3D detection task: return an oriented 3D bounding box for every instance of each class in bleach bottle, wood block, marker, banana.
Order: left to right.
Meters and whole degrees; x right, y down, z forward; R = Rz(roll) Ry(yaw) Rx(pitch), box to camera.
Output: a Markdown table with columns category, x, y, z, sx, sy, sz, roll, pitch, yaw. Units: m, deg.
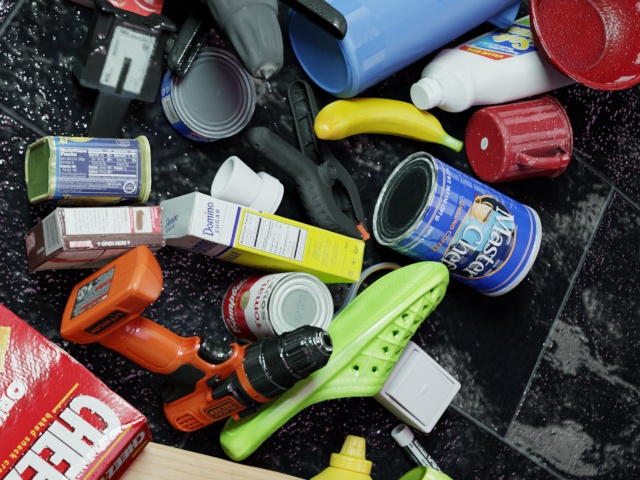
| category | x | y | z | sx | sy | sz | roll | pitch | yaw |
| --- | --- | --- | --- | --- | --- | --- | --- | --- | --- |
| wood block | -0.118 | 0.232 | 0.941 | 0.205 | 0.091 | 0.090 | 19 | 77 | -26 |
| banana | 0.058 | -0.120 | 1.070 | 0.197 | 0.070 | 0.037 | -1 | 115 | -40 |
| marker | 0.115 | 0.239 | 1.108 | 0.020 | 0.020 | 0.121 | -44 | 107 | -24 |
| bleach bottle | 0.206 | -0.187 | 1.140 | 0.250 | 0.103 | 0.068 | -24 | 134 | -28 |

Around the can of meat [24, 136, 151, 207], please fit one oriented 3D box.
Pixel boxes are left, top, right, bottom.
| category | x | y | z | sx | sy | sz | roll | pitch | yaw |
| --- | --- | --- | --- | --- | --- | --- | --- | --- | --- |
| can of meat | -0.200 | -0.058 | 0.910 | 0.083 | 0.102 | 0.057 | 0 | 87 | -27 |

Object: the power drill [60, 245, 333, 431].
| category | x | y | z | sx | sy | sz | roll | pitch | yaw |
| --- | --- | --- | --- | --- | --- | --- | --- | --- | --- |
| power drill | -0.107 | 0.084 | 0.898 | 0.187 | 0.185 | 0.057 | 41 | 34 | -30 |

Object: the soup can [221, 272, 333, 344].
| category | x | y | z | sx | sy | sz | roll | pitch | yaw |
| --- | --- | --- | --- | --- | --- | --- | --- | --- | --- |
| soup can | -0.041 | 0.064 | 0.987 | 0.068 | 0.102 | 0.068 | 2 | 86 | -29 |

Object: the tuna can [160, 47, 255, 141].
| category | x | y | z | sx | sy | sz | roll | pitch | yaw |
| --- | --- | --- | --- | --- | --- | --- | --- | --- | --- |
| tuna can | -0.106 | -0.136 | 1.004 | 0.086 | 0.034 | 0.086 | 2 | 85 | -28 |

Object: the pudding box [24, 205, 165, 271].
| category | x | y | z | sx | sy | sz | roll | pitch | yaw |
| --- | --- | --- | --- | --- | --- | --- | --- | --- | --- |
| pudding box | -0.192 | -0.001 | 0.903 | 0.089 | 0.114 | 0.039 | -3 | 83 | -29 |

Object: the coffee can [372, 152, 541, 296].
| category | x | y | z | sx | sy | sz | roll | pitch | yaw |
| --- | --- | --- | --- | --- | --- | --- | --- | --- | --- |
| coffee can | 0.139 | -0.015 | 1.091 | 0.140 | 0.103 | 0.103 | 25 | 75 | -25 |

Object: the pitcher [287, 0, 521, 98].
| category | x | y | z | sx | sy | sz | roll | pitch | yaw |
| --- | --- | --- | --- | --- | --- | --- | --- | --- | --- |
| pitcher | 0.083 | -0.253 | 1.066 | 0.242 | 0.145 | 0.149 | -35 | 65 | -23 |

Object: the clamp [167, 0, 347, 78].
| category | x | y | z | sx | sy | sz | roll | pitch | yaw |
| --- | --- | --- | --- | --- | --- | --- | --- | --- | --- |
| clamp | -0.064 | -0.252 | 0.990 | 0.164 | 0.036 | 0.210 | -7 | 67 | 2 |

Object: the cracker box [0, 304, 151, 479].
| category | x | y | z | sx | sy | sz | roll | pitch | yaw |
| --- | --- | --- | --- | --- | --- | --- | --- | --- | --- |
| cracker box | -0.265 | 0.144 | 0.826 | 0.214 | 0.072 | 0.164 | 35 | 67 | 11 |

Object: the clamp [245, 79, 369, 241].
| category | x | y | z | sx | sy | sz | roll | pitch | yaw |
| --- | --- | --- | --- | --- | --- | --- | --- | --- | --- |
| clamp | -0.010 | -0.063 | 1.032 | 0.120 | 0.039 | 0.171 | -40 | 105 | -49 |

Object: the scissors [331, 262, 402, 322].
| category | x | y | z | sx | sy | sz | roll | pitch | yaw |
| --- | --- | --- | --- | --- | --- | --- | --- | --- | --- |
| scissors | 0.021 | 0.100 | 1.068 | 0.201 | 0.016 | 0.096 | -40 | 105 | -25 |

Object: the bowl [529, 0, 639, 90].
| category | x | y | z | sx | sy | sz | roll | pitch | yaw |
| --- | --- | --- | --- | --- | --- | --- | --- | --- | --- |
| bowl | 0.273 | -0.225 | 1.099 | 0.162 | 0.055 | 0.162 | 3 | 80 | -20 |

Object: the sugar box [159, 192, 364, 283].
| category | x | y | z | sx | sy | sz | roll | pitch | yaw |
| --- | --- | --- | --- | --- | --- | --- | --- | --- | --- |
| sugar box | -0.057 | 0.002 | 0.989 | 0.176 | 0.093 | 0.048 | 13 | 80 | -26 |

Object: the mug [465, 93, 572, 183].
| category | x | y | z | sx | sy | sz | roll | pitch | yaw |
| --- | --- | --- | --- | --- | --- | --- | --- | --- | --- |
| mug | 0.214 | -0.101 | 1.135 | 0.081 | 0.117 | 0.093 | -11 | 122 | -24 |
